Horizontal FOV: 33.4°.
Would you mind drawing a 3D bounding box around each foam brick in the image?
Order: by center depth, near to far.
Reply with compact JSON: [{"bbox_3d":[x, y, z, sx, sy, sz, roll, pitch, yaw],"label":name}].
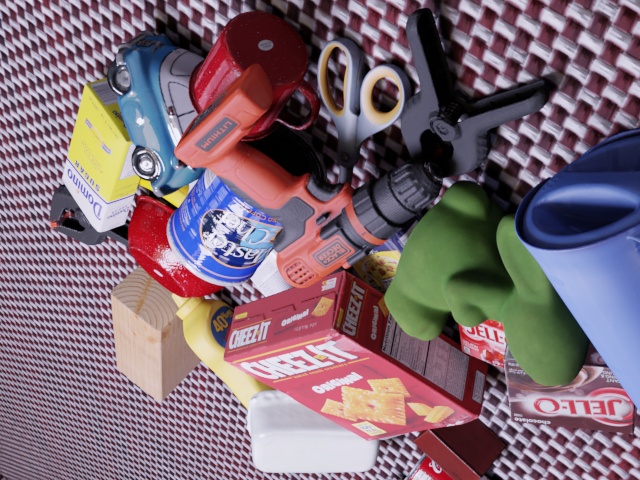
[{"bbox_3d":[0.152,0.223,1.174,0.078,0.051,0.053,43,151,4],"label":"foam brick"}]

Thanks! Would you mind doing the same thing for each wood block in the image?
[{"bbox_3d":[-0.223,0.122,1.466,0.090,0.090,0.206,35,149,16],"label":"wood block"}]

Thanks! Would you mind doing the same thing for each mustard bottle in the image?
[{"bbox_3d":[-0.116,0.132,1.347,0.191,0.096,0.058,46,118,0],"label":"mustard bottle"}]

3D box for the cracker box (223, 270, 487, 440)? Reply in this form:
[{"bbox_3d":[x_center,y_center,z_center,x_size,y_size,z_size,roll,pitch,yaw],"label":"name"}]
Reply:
[{"bbox_3d":[0.036,0.124,1.069,0.213,0.072,0.164,33,144,-32],"label":"cracker box"}]

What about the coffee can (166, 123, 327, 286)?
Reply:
[{"bbox_3d":[-0.073,-0.037,1.036,0.103,0.102,0.141,43,127,3],"label":"coffee can"}]

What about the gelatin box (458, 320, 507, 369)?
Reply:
[{"bbox_3d":[0.173,0.088,1.006,0.089,0.030,0.073,22,142,33],"label":"gelatin box"}]

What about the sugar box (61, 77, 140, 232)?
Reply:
[{"bbox_3d":[-0.249,-0.096,1.234,0.093,0.048,0.176,53,141,19],"label":"sugar box"}]

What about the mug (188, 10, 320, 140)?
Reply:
[{"bbox_3d":[-0.052,-0.141,0.947,0.117,0.093,0.082,36,145,-5],"label":"mug"}]

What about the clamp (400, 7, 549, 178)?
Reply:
[{"bbox_3d":[0.099,-0.109,0.849,0.120,0.039,0.172,43,150,5],"label":"clamp"}]

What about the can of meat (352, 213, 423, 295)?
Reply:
[{"bbox_3d":[0.072,0.013,1.012,0.084,0.057,0.102,52,150,-17],"label":"can of meat"}]

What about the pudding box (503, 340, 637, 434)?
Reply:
[{"bbox_3d":[0.224,0.128,0.952,0.114,0.039,0.090,4,134,21],"label":"pudding box"}]

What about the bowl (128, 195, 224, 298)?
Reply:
[{"bbox_3d":[-0.179,0.019,1.292,0.162,0.055,0.162,36,162,14],"label":"bowl"}]

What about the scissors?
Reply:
[{"bbox_3d":[0.040,-0.079,0.936,0.096,0.016,0.202,11,123,33],"label":"scissors"}]

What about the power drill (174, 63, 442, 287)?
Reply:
[{"bbox_3d":[-0.015,-0.058,0.900,0.187,0.057,0.185,44,125,-16],"label":"power drill"}]

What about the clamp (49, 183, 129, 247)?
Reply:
[{"bbox_3d":[-0.307,-0.046,1.415,0.210,0.036,0.164,1,126,46],"label":"clamp"}]

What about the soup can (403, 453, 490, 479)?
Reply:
[{"bbox_3d":[0.154,0.285,1.231,0.102,0.068,0.069,38,149,11],"label":"soup can"}]
